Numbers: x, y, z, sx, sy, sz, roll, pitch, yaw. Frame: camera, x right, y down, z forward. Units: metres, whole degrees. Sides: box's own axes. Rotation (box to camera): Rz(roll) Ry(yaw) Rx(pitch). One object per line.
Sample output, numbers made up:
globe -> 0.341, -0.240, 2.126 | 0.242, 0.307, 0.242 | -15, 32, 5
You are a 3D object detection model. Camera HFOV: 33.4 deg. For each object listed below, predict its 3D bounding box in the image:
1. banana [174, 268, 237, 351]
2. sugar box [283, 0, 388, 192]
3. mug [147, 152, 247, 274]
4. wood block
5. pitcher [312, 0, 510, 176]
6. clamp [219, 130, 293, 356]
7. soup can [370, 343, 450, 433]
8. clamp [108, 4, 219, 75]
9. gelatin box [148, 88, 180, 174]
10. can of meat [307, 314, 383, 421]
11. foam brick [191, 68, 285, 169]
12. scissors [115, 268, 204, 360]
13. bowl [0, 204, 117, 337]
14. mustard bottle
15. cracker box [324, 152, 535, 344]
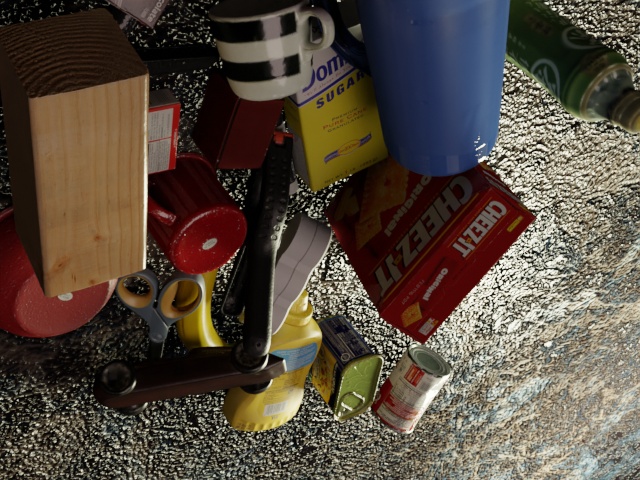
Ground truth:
banana -> -0.123, 0.064, 1.124 | 0.069, 0.037, 0.198 | -38, 147, -31
sugar box -> 0.012, -0.137, 1.027 | 0.093, 0.048, 0.176 | -27, 141, -15
mug -> -0.128, -0.026, 0.992 | 0.093, 0.082, 0.117 | -49, 141, 11
wood block -> -0.192, -0.065, 0.839 | 0.090, 0.091, 0.206 | -17, 140, -24
pitcher -> 0.088, -0.170, 0.910 | 0.145, 0.149, 0.243 | -26, 145, -10
clamp -> -0.057, 0.001, 1.018 | 0.036, 0.165, 0.210 | 9, 105, -16
soup can -> 0.120, 0.197, 1.418 | 0.068, 0.069, 0.102 | 8, 122, -43
clamp -> -0.169, -0.161, 0.865 | 0.171, 0.039, 0.120 | -30, 130, -17
gelatin box -> -0.170, -0.091, 0.937 | 0.089, 0.030, 0.073 | -15, 137, -27
can of meat -> 0.024, 0.151, 1.284 | 0.057, 0.084, 0.102 | -16, 135, -28
foam brick -> -0.076, -0.111, 0.975 | 0.051, 0.053, 0.078 | -4, 130, -36
scissors -> -0.183, 0.084, 1.098 | 0.096, 0.016, 0.202 | 21, 136, -19
bowl -> -0.246, 0.036, 0.979 | 0.161, 0.055, 0.162 | -22, 138, -22
mustard bottle -> -0.048, 0.133, 1.228 | 0.096, 0.058, 0.192 | -7, 131, -34
cracker box -> 0.098, -0.027, 1.066 | 0.072, 0.214, 0.164 | 31, 107, -28
